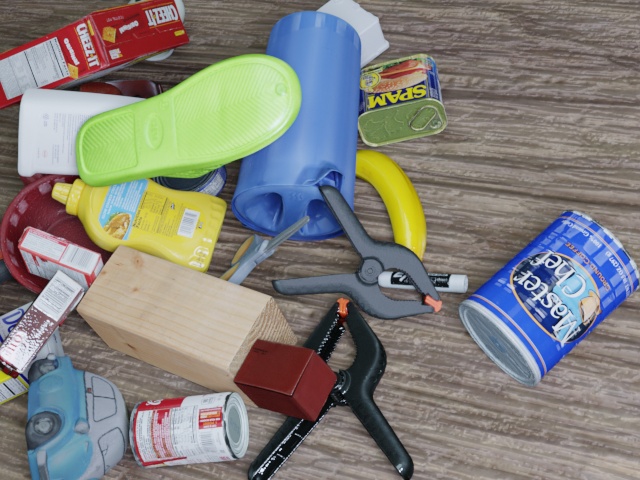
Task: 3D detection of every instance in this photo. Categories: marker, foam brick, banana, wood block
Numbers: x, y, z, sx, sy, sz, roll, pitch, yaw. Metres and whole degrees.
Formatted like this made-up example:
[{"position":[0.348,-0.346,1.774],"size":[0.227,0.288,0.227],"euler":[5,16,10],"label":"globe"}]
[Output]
[{"position":[0.094,0.042,1.119],"size":[0.121,0.020,0.020],"euler":[3,56,22],"label":"marker"},{"position":[-0.034,0.135,1.035],"size":[0.078,0.051,0.053],"euler":[7,57,40],"label":"foam brick"},{"position":[0.074,-0.047,1.184],"size":[0.070,0.037,0.198],"euler":[-53,46,17],"label":"banana"},{"position":[-0.142,0.089,1.128],"size":[0.206,0.090,0.090],"euler":[17,63,30],"label":"wood block"}]

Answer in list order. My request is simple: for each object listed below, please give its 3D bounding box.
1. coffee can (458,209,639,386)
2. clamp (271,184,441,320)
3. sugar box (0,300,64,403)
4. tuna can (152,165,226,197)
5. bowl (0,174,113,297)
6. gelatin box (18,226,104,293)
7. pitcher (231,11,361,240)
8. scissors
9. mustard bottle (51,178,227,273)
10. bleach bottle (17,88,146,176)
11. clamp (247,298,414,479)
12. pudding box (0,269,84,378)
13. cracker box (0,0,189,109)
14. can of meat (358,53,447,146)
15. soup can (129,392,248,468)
[{"position":[0.216,0.054,1.010],"size":[0.140,0.102,0.103],"euler":[-40,52,-11],"label":"coffee can"},{"position":[0.047,0.020,1.084],"size":[0.171,0.039,0.120],"euler":[18,94,-5],"label":"clamp"},{"position":[-0.380,0.143,1.208],"size":[0.176,0.048,0.093],"euler":[-27,50,1],"label":"sugar box"},{"position":[-0.157,-0.078,1.293],"size":[0.086,0.033,0.086],"euler":[-10,53,14],"label":"tuna can"},{"position":[-0.289,0.001,1.250],"size":[0.162,0.055,0.162],"euler":[1,68,-3],"label":"bowl"},{"position":[-0.282,0.024,1.171],"size":[0.089,0.073,0.030],"euler":[21,67,5],"label":"gelatin box"},{"position":[-0.024,-0.127,1.201],"size":[0.149,0.145,0.243],"euler":[0,64,14],"label":"pitcher"},{"position":[-0.057,0.001,1.138],"size":[0.202,0.016,0.096],"euler":[-41,17,39],"label":"scissors"},{"position":[-0.209,-0.028,1.206],"size":[0.191,0.058,0.096],"euler":[18,67,-4],"label":"mustard bottle"},{"position":[-0.218,-0.115,1.237],"size":[0.250,0.103,0.068],"euler":[5,26,-9],"label":"bleach bottle"},{"position":[0.008,0.153,1.059],"size":[0.165,0.036,0.210],"euler":[-12,50,15],"label":"clamp"},{"position":[-0.302,0.091,1.134],"size":[0.039,0.090,0.113],"euler":[39,69,-10],"label":"pudding box"},{"position":[-0.302,-0.240,1.358],"size":[0.214,0.072,0.163],"euler":[-13,12,35],"label":"cracker box"},{"position":[0.093,-0.165,1.248],"size":[0.102,0.057,0.084],"euler":[-11,49,12],"label":"can of meat"},{"position":[-0.130,0.189,1.064],"size":[0.102,0.068,0.068],"euler":[-8,53,14],"label":"soup can"}]
